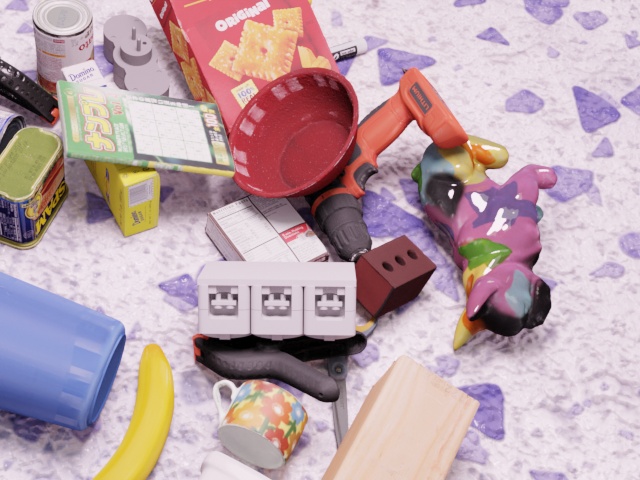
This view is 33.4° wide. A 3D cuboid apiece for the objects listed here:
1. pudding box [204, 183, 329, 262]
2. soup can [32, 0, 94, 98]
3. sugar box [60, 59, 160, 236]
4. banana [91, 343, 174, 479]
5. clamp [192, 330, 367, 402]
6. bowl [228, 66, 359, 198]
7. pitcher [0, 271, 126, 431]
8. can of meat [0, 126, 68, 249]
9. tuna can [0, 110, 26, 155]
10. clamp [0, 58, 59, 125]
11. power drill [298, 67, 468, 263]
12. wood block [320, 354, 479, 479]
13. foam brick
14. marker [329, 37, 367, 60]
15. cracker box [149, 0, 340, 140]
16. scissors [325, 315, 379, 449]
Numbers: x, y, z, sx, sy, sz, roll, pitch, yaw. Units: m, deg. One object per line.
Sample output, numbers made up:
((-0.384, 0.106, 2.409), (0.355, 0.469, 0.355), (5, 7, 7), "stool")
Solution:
((-0.057, 0.001, 1.145), (0.089, 0.039, 0.114), (-26, 61, -25), "pudding box")
((-0.293, -0.221, 1.221), (0.068, 0.102, 0.068), (5, 54, -7), "soup can")
((-0.229, -0.101, 1.153), (0.048, 0.093, 0.176), (-23, 61, -24), "sugar box")
((-0.178, 0.182, 0.994), (0.069, 0.037, 0.197), (25, 54, 6), "banana")
((-0.039, 0.110, 1.050), (0.172, 0.039, 0.120), (11, 19, 22), "clamp")
((-0.020, -0.105, 1.149), (0.162, 0.055, 0.162), (-16, 56, 24), "bowl")
((-0.308, 0.084, 0.995), (0.243, 0.145, 0.149), (19, 66, -1), "pitcher")
((-0.306, -0.057, 1.112), (0.057, 0.084, 0.102), (20, 53, 3), "can of meat")
((-0.344, -0.096, 1.133), (0.034, 0.086, 0.086), (15, 53, 2), "tuna can")
((-0.382, -0.198, 1.183), (0.209, 0.165, 0.036), (35, 80, -31), "clamp")
((0.064, -0.085, 1.156), (0.188, 0.057, 0.184), (-36, 52, 13), "power drill")
((0.054, 0.220, 0.970), (0.090, 0.091, 0.205), (33, 55, 1), "wood block")
((0.074, 0.038, 1.122), (0.053, 0.051, 0.078), (45, 41, 20), "foam brick")
((0.003, -0.229, 1.333), (0.121, 0.020, 0.020), (-20, 61, -23), "marker")
((-0.087, -0.239, 1.240), (0.164, 0.072, 0.214), (-24, 91, -24), "cracker box")
((0.034, 0.124, 1.088), (0.096, 0.016, 0.202), (-11, 58, -17), "scissors")
